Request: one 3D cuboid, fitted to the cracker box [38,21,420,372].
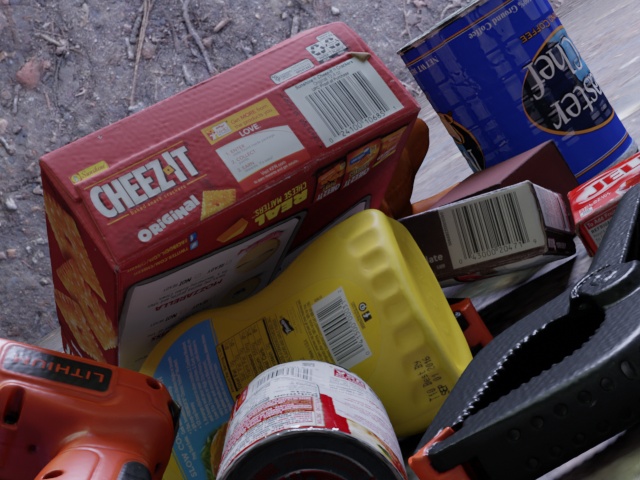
[{"bbox_3d":[-0.054,0.001,0.554,0.164,0.072,0.214,-30,-18,-23],"label":"cracker box"}]

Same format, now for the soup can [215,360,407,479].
[{"bbox_3d":[-0.004,0.086,0.384,0.068,0.068,0.102,-33,6,3],"label":"soup can"}]

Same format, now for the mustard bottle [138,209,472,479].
[{"bbox_3d":[-0.030,0.072,0.486,0.192,0.096,0.058,-31,-22,17],"label":"mustard bottle"}]

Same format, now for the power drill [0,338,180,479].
[{"bbox_3d":[-0.120,0.096,0.357,0.187,0.184,0.057,-103,32,-69],"label":"power drill"}]

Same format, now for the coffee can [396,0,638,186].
[{"bbox_3d":[0.131,-0.095,0.713,0.103,0.140,0.103,-33,7,4],"label":"coffee can"}]

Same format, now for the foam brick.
[{"bbox_3d":[0.110,-0.016,0.631,0.051,0.053,0.078,-37,7,-32],"label":"foam brick"}]

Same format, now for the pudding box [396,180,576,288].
[{"bbox_3d":[0.068,0.004,0.552,0.114,0.039,0.090,-14,-6,21],"label":"pudding box"}]

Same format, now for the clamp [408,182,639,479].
[{"bbox_3d":[0.112,0.026,0.399,0.209,0.036,0.165,-36,8,-15],"label":"clamp"}]
